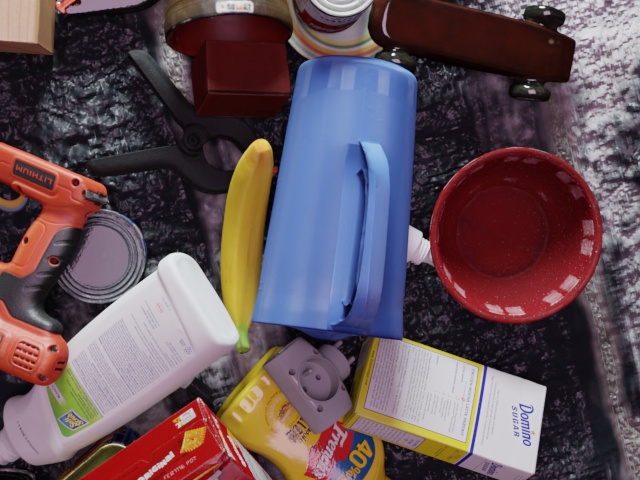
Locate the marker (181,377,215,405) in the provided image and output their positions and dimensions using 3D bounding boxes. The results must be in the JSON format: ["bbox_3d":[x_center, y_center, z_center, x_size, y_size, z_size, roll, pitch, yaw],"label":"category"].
[{"bbox_3d":[-0.146,0.112,0.997,0.121,0.020,0.020,42,90,-6],"label":"marker"}]

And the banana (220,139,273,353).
[{"bbox_3d":[-0.065,-0.001,0.963,0.037,0.070,0.198,-5,111,-26],"label":"banana"}]

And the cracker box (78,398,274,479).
[{"bbox_3d":[-0.114,0.255,0.926,0.164,0.072,0.213,-35,136,-3],"label":"cracker box"}]

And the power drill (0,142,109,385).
[{"bbox_3d":[-0.281,0.014,0.934,0.184,0.057,0.187,21,90,11],"label":"power drill"}]

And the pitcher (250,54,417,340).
[{"bbox_3d":[0.023,-0.034,0.929,0.149,0.144,0.243,4,85,31],"label":"pitcher"}]

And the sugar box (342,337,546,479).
[{"bbox_3d":[0.116,0.154,0.990,0.176,0.048,0.093,22,58,-7],"label":"sugar box"}]

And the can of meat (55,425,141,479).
[{"bbox_3d":[-0.201,0.220,0.967,0.102,0.084,0.057,-40,96,-1],"label":"can of meat"}]

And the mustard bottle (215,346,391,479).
[{"bbox_3d":[0.001,0.193,0.994,0.191,0.058,0.096,42,74,-7],"label":"mustard bottle"}]

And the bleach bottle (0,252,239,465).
[{"bbox_3d":[-0.200,0.119,0.957,0.251,0.068,0.102,-34,83,12],"label":"bleach bottle"}]

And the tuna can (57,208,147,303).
[{"bbox_3d":[-0.202,0.013,0.977,0.086,0.034,0.086,0,94,-5],"label":"tuna can"}]

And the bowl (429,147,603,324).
[{"bbox_3d":[0.176,-0.006,0.995,0.162,0.055,0.162,0,94,-5],"label":"bowl"}]

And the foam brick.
[{"bbox_3d":[-0.072,-0.143,0.951,0.078,0.053,0.051,-1,74,-22],"label":"foam brick"}]

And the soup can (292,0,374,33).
[{"bbox_3d":[0.013,-0.219,0.921,0.068,0.102,0.068,0,94,-6],"label":"soup can"}]

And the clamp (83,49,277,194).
[{"bbox_3d":[-0.126,-0.083,0.973,0.171,0.039,0.120,30,91,-6],"label":"clamp"}]
